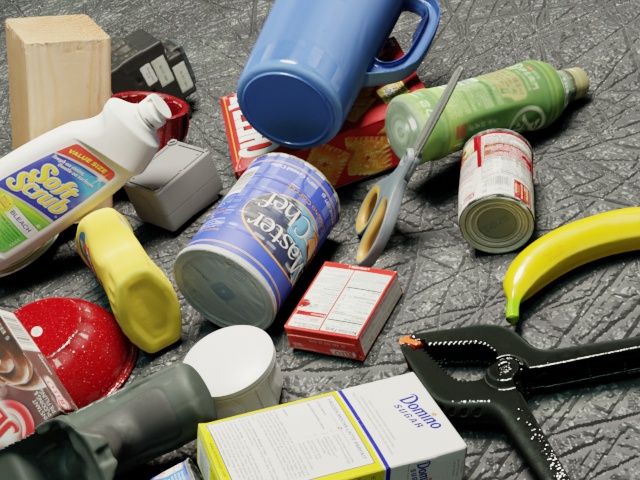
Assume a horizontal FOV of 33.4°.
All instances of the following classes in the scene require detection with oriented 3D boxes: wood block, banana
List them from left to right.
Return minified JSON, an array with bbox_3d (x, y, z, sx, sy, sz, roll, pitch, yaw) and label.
[{"bbox_3d":[-0.280,-0.129,1.147,0.090,0.206,0.091,-10,31,-27],"label":"wood block"},{"bbox_3d":[0.232,0.010,0.901,0.197,0.037,0.070,-24,54,-4],"label":"banana"}]

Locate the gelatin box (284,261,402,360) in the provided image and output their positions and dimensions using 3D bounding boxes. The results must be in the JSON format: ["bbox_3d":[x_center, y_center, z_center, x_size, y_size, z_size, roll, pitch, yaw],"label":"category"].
[{"bbox_3d":[0.021,0.061,0.934,0.073,0.030,0.089,7,44,29],"label":"gelatin box"}]

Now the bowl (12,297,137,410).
[{"bbox_3d":[-0.253,0.103,0.986,0.162,0.055,0.162,-12,38,9],"label":"bowl"}]

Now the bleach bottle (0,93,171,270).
[{"bbox_3d":[-0.260,-0.072,1.073,0.251,0.102,0.068,-33,15,17],"label":"bleach bottle"}]

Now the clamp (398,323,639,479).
[{"bbox_3d":[0.143,0.116,0.803,0.210,0.036,0.164,9,45,35],"label":"clamp"}]

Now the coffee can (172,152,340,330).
[{"bbox_3d":[-0.056,0.001,0.984,0.103,0.103,0.140,6,44,30],"label":"coffee can"}]

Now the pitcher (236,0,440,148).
[{"bbox_3d":[0.014,-0.205,1.082,0.149,0.145,0.242,-15,38,36],"label":"pitcher"}]

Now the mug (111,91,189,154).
[{"bbox_3d":[-0.190,-0.117,1.199,0.093,0.081,0.117,20,28,26],"label":"mug"}]

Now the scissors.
[{"bbox_3d":[0.075,-0.071,0.985,0.016,0.202,0.096,21,10,-16],"label":"scissors"}]

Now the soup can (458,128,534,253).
[{"bbox_3d":[0.161,-0.046,0.973,0.069,0.068,0.102,-7,39,16],"label":"soup can"}]

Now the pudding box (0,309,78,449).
[{"bbox_3d":[-0.274,0.129,0.912,0.090,0.039,0.113,-39,71,6],"label":"pudding box"}]

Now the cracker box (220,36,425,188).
[{"bbox_3d":[0.007,-0.128,1.143,0.213,0.072,0.164,-19,36,2],"label":"cracker box"}]

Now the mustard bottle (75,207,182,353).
[{"bbox_3d":[-0.193,0.022,1.024,0.058,0.096,0.192,-28,37,-12],"label":"mustard bottle"}]

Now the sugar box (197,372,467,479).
[{"bbox_3d":[0.007,0.155,0.771,0.176,0.048,0.093,-8,33,-19],"label":"sugar box"}]
